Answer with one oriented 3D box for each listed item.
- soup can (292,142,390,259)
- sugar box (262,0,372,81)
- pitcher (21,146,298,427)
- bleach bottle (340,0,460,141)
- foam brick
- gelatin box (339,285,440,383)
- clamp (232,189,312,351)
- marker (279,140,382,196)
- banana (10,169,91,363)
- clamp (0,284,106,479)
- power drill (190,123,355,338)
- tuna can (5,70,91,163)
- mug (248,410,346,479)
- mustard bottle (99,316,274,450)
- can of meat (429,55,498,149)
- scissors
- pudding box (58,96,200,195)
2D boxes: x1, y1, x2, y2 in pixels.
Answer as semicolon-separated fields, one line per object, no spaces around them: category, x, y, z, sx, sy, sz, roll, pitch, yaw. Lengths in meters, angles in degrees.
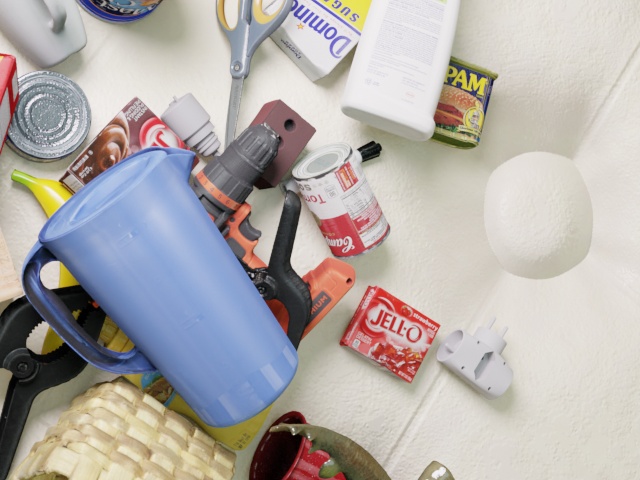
soup can;0.022;-0.041;1.092;0.068;0.069;0.102;-37;118;-19
sugar box;0.024;-0.261;1.125;0.093;0.048;0.176;45;73;-15
pitcher;-0.134;0.052;0.944;0.242;0.149;0.144;56;42;-20
bleach bottle;0.104;-0.236;1.096;0.102;0.068;0.251;19;85;-5
foam brick;-0.051;-0.097;1.087;0.053;0.051;0.078;39;75;-17
gelatin box;0.074;0.100;1.143;0.089;0.030;0.073;33;77;-18
clamp;-0.065;0.037;1.014;0.120;0.039;0.171;-4;112;15
marker;0.013;-0.077;1.130;0.121;0.020;0.020;-25;98;-20
banana;-0.245;0.026;1.018;0.069;0.037;0.198;-8;90;0
clamp;-0.283;0.106;0.963;0.210;0.036;0.164;-46;120;-6
power drill;-0.057;0.001;1.053;0.187;0.057;0.184;40;102;-16
tuna can;-0.262;-0.118;1.014;0.086;0.034;0.086;1;88;-22
mug;-0.020;0.240;1.078;0.081;0.093;0.117;33;105;-23
mustard bottle;-0.137;0.124;1.044;0.191;0.058;0.096;31;84;-18
can of meat;0.134;-0.152;1.160;0.102;0.058;0.084;16;86;-20
scissors;-0.064;-0.183;1.063;0.016;0.096;0.202;16;64;-61
pudding box;-0.183;-0.069;1.028;0.090;0.039;0.113;44;60;-14
